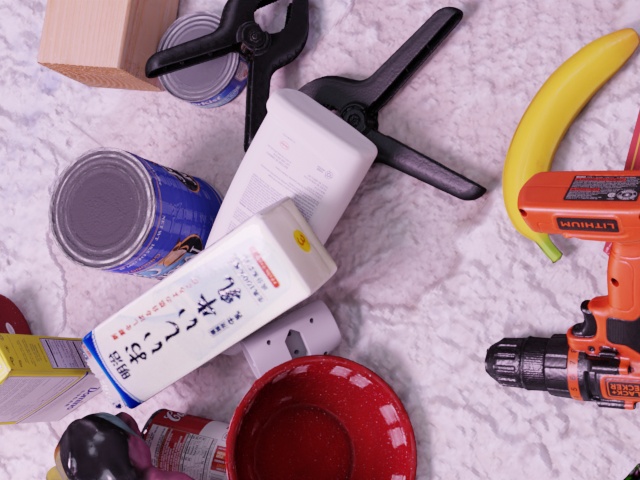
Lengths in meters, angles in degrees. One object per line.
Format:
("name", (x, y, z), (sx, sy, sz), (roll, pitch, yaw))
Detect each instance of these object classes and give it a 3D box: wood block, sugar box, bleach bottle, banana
("wood block", (-0.189, -0.252, 1.003), (0.091, 0.090, 0.206), (7, 85, 22))
("sugar box", (-0.259, 0.123, 0.938), (0.093, 0.176, 0.048), (-34, 75, 14))
("bleach bottle", (-0.056, 0.001, 0.917), (0.102, 0.068, 0.251), (37, 110, 11))
("banana", (0.192, -0.085, 0.862), (0.069, 0.037, 0.198), (20, 92, 5))

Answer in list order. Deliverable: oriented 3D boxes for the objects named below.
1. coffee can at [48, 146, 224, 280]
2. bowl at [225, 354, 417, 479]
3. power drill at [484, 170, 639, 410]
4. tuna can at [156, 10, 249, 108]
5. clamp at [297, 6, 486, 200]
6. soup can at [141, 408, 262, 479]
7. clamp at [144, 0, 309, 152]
("coffee can", (-0.154, -0.018, 0.933), (0.103, 0.140, 0.103), (-3, 82, 21))
("bowl", (-0.005, 0.176, 0.871), (0.162, 0.055, 0.162), (4, 77, -17))
("power drill", (0.197, 0.040, 0.785), (0.185, 0.057, 0.187), (0, 124, 28))
("tuna can", (-0.107, -0.166, 0.990), (0.086, 0.033, 0.086), (-3, 82, 21))
("clamp", (0.041, -0.093, 0.920), (0.210, 0.036, 0.164), (-16, 79, 22))
("soup can", (-0.100, 0.189, 0.925), (0.102, 0.068, 0.068), (9, 87, 22))
("clamp", (-0.072, -0.174, 0.939), (0.120, 0.039, 0.171), (31, 70, -15))
